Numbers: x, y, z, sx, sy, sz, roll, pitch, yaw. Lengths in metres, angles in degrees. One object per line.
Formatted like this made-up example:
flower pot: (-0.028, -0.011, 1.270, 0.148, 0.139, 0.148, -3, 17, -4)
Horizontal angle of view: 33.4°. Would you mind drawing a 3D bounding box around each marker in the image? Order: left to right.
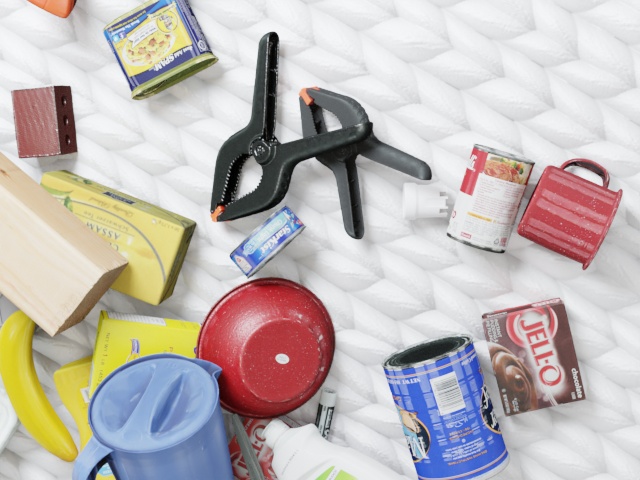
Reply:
marker: (-0.001, 0.228, 1.212, 0.020, 0.020, 0.121, 12, 99, 5)

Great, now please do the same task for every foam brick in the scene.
foam brick: (-0.306, -0.131, 1.185, 0.051, 0.053, 0.078, -4, 98, 7)

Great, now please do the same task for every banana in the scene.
banana: (-0.319, 0.158, 1.183, 0.070, 0.037, 0.198, 0, 110, 22)

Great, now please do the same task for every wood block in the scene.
wood block: (-0.315, -0.006, 1.115, 0.206, 0.090, 0.090, 40, 101, 2)

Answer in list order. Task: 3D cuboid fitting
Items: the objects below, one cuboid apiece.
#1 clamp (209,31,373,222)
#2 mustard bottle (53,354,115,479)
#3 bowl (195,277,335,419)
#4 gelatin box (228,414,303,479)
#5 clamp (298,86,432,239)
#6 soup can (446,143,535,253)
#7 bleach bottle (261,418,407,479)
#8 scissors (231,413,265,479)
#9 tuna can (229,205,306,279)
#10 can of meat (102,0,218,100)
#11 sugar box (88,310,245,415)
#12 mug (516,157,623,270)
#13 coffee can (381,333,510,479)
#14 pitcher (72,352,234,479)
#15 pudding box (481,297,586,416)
clamp: (-0.047, -0.095, 1.145, 0.165, 0.036, 0.210, 39, 110, 22)
mustard bottle: (-0.230, 0.223, 1.220, 0.096, 0.058, 0.191, -17, 95, 5)
bowl: (-0.051, 0.123, 1.154, 0.162, 0.055, 0.162, -3, 99, -19)
gelatin box: (-0.065, 0.237, 1.215, 0.073, 0.030, 0.089, 33, 100, 2)
clamp: (0.028, -0.088, 1.145, 0.171, 0.039, 0.120, 48, 112, 17)
soup can: (0.179, -0.044, 1.127, 0.068, 0.068, 0.102, 17, 100, 4)
bleach bottle: (0.043, 0.270, 1.138, 0.251, 0.068, 0.102, 36, 98, 20)
scissors: (-0.071, 0.297, 1.170, 0.096, 0.016, 0.202, -38, 82, 24)
tuna can: (-0.058, 0.001, 1.155, 0.086, 0.086, 0.034, -42, 89, 10)
can of meat: (-0.175, -0.212, 1.155, 0.102, 0.057, 0.084, -25, 92, 9)
sugar box: (-0.161, 0.136, 1.176, 0.176, 0.048, 0.093, 9, 99, -15)
mug: (0.262, -0.037, 1.114, 0.081, 0.093, 0.117, 25, 69, 8)
coffee can: (0.134, 0.183, 1.146, 0.103, 0.102, 0.140, -17, 95, 9)
pitcher: (-0.162, 0.253, 1.131, 0.149, 0.145, 0.243, -7, 128, 3)
pudding box: (0.230, 0.126, 1.158, 0.090, 0.039, 0.113, -14, 96, 8)
